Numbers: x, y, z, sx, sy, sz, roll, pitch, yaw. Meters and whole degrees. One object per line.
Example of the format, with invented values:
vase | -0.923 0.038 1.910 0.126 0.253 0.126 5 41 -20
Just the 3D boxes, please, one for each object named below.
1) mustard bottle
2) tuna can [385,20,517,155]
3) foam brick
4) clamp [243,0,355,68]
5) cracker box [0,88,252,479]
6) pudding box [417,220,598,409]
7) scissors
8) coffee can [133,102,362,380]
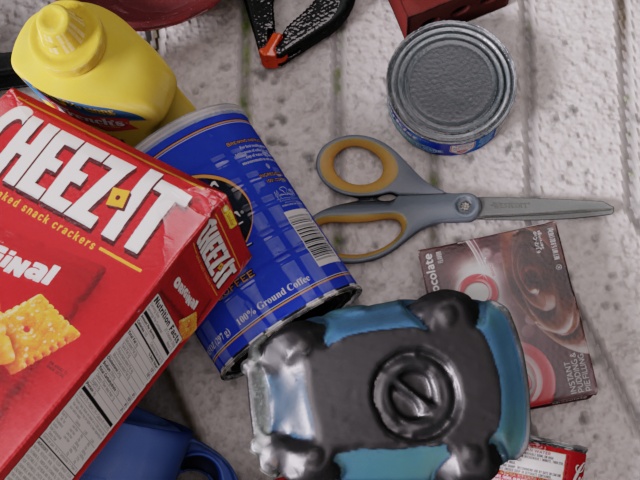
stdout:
mustard bottle | -0.132 -0.096 0.645 0.096 0.191 0.058 20 80 8
tuna can | 0.086 -0.101 0.711 0.086 0.034 0.086 -1 78 4
foam brick | 0.084 -0.176 0.718 0.078 0.053 0.051 -22 78 0
clamp | 0.005 -0.198 0.736 0.120 0.039 0.171 11 83 11
cracker box | -0.166 0.036 0.561 0.164 0.072 0.213 27 65 24
pudding box | 0.116 0.052 0.675 0.090 0.039 0.113 -12 78 2
scissors | 0.083 -0.038 0.708 0.202 0.016 0.096 -14 78 1
coffee can | -0.054 0.001 0.665 0.103 0.103 0.140 -33 78 -3
